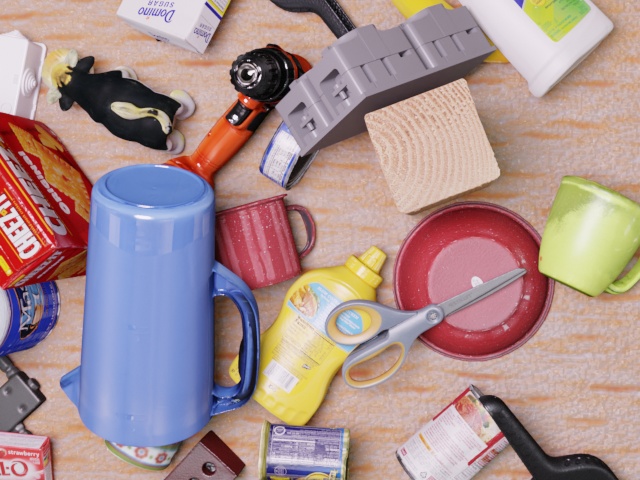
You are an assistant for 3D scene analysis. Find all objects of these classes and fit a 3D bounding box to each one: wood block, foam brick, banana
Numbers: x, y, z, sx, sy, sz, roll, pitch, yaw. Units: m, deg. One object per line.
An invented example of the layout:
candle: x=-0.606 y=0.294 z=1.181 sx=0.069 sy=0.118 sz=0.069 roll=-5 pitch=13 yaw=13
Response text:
wood block: x=0.103 y=-0.078 z=0.974 sx=0.091 sy=0.206 sz=0.090 roll=-21 pitch=88 yaw=6
foam brick: x=-0.123 y=0.242 z=1.081 sx=0.053 sy=0.051 sz=0.078 roll=42 pitch=95 yaw=4
banana: x=0.111 y=-0.242 z=1.056 sx=0.069 sy=0.037 sz=0.198 roll=-37 pitch=87 yaw=6

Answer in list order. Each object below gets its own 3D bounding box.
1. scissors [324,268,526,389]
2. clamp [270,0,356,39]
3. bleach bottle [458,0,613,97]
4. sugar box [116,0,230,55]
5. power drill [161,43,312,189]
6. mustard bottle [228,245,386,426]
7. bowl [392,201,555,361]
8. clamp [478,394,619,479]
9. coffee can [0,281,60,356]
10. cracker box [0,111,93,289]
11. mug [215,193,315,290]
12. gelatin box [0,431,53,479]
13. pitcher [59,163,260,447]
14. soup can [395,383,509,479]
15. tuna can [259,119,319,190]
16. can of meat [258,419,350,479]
scissors: x=0.088 y=0.061 z=1.013 sx=0.202 sy=0.016 sz=0.096 roll=-42 pitch=98 yaw=11
clamp: x=0.005 y=-0.265 z=1.054 sx=0.171 sy=0.039 sz=0.120 roll=32 pitch=108 yaw=11
bleach bottle: x=0.160 y=-0.260 z=1.027 sx=0.251 sy=0.068 sz=0.102 roll=47 pitch=63 yaw=5
sugar box: x=-0.120 y=-0.280 z=1.057 sx=0.093 sy=0.048 sz=0.176 roll=25 pitch=88 yaw=26
power drill: x=-0.089 y=-0.107 z=1.018 sx=0.188 sy=0.184 sz=0.057 roll=-44 pitch=86 yaw=15
mustard bottle: x=0.001 y=0.085 z=1.062 sx=0.096 sy=0.058 sz=0.192 roll=38 pitch=95 yaw=7
bowl: x=0.150 y=0.041 z=1.046 sx=0.162 sy=0.055 sz=0.162 roll=0 pitch=91 yaw=6
clamp: x=0.213 y=0.230 z=1.015 sx=0.209 sy=0.036 sz=0.165 roll=9 pitch=111 yaw=-12
coffee can: x=-0.331 y=0.067 z=1.059 sx=0.103 sy=0.140 sz=0.103 roll=0 pitch=91 yaw=6
cracker box: x=-0.280 y=-0.043 z=1.015 sx=0.072 sy=0.213 sz=0.164 roll=-37 pitch=87 yaw=6
mug: x=-0.057 y=0.001 z=1.061 sx=0.117 sy=0.093 sz=0.081 roll=-17 pitch=94 yaw=-30
gelatin box: x=-0.324 y=0.237 z=1.104 sx=0.089 sy=0.030 sz=0.073 roll=4 pitch=111 yaw=6
pitcher: x=-0.146 y=0.059 z=0.984 sx=0.145 sy=0.148 sz=0.243 roll=31 pitch=126 yaw=38
soup can: x=0.132 y=0.199 z=1.043 sx=0.102 sy=0.068 sz=0.068 roll=-42 pitch=86 yaw=6
tuna can: x=-0.024 y=-0.094 z=1.049 sx=0.034 sy=0.086 sz=0.086 roll=32 pitch=94 yaw=7
can of meat: x=-0.014 y=0.215 z=1.044 sx=0.084 sy=0.102 sz=0.057 roll=3 pitch=66 yaw=4
